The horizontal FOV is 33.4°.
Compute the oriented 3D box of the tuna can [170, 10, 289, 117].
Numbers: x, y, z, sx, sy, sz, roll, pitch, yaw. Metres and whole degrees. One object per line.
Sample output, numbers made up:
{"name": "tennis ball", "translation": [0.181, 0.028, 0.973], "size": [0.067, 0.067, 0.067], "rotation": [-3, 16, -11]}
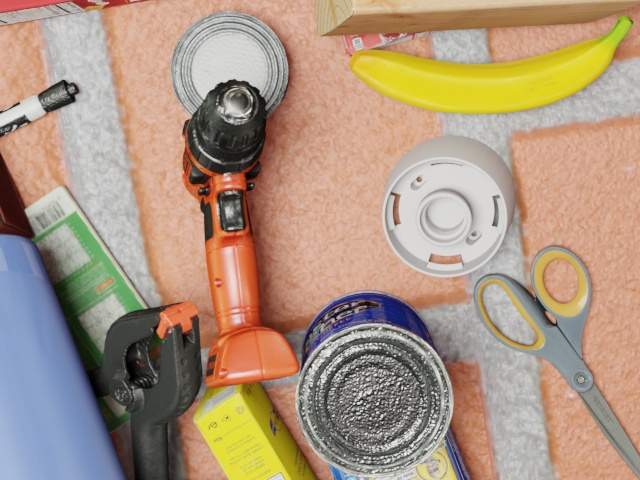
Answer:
{"name": "tuna can", "translation": [-0.065, -0.123, 0.784], "size": [0.086, 0.034, 0.086], "rotation": [0, 96, 1]}

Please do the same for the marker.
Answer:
{"name": "marker", "translation": [-0.237, -0.089, 0.799], "size": [0.121, 0.020, 0.020], "rotation": [-25, 95, 4]}

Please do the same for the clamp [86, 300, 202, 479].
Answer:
{"name": "clamp", "translation": [-0.122, 0.112, 0.746], "size": [0.120, 0.039, 0.172], "rotation": [47, 131, 5]}

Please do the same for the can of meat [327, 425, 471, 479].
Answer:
{"name": "can of meat", "translation": [0.063, 0.183, 0.804], "size": [0.102, 0.057, 0.084], "rotation": [-21, 93, 3]}

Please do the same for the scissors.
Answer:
{"name": "scissors", "translation": [0.205, 0.085, 0.810], "size": [0.201, 0.016, 0.096], "rotation": [41, 95, -3]}

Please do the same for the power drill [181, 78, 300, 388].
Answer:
{"name": "power drill", "translation": [-0.055, 0.001, 0.707], "size": [0.057, 0.184, 0.187], "rotation": [-5, 81, -10]}

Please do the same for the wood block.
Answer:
{"name": "wood block", "translation": [0.104, -0.192, 0.718], "size": [0.206, 0.090, 0.091], "rotation": [-6, 92, -14]}

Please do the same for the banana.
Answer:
{"name": "banana", "translation": [0.122, -0.122, 0.771], "size": [0.198, 0.037, 0.069], "rotation": [-8, 127, 7]}

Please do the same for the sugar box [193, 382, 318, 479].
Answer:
{"name": "sugar box", "translation": [-0.028, 0.184, 0.787], "size": [0.048, 0.093, 0.176], "rotation": [-33, 95, 4]}

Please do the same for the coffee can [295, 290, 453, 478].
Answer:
{"name": "coffee can", "translation": [0.035, 0.096, 0.752], "size": [0.103, 0.140, 0.103], "rotation": [0, 96, 1]}

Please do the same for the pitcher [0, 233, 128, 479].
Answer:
{"name": "pitcher", "translation": [-0.211, 0.127, 0.726], "size": [0.149, 0.144, 0.243], "rotation": [-28, 76, 32]}

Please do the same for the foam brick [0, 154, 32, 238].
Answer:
{"name": "foam brick", "translation": [-0.254, -0.030, 0.779], "size": [0.051, 0.053, 0.078], "rotation": [-26, 75, 2]}
